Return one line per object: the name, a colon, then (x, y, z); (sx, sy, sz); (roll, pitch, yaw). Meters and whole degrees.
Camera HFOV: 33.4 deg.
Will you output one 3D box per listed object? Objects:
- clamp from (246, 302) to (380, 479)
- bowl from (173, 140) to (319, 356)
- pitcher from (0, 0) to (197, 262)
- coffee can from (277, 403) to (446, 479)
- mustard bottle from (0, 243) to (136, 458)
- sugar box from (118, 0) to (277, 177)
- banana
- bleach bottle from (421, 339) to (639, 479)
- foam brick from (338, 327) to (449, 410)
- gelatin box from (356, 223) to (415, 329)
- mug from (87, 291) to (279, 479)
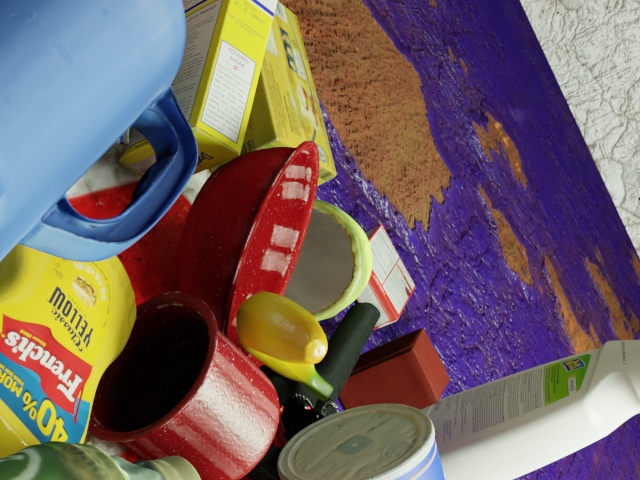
clamp: (-0.004, 0.119, 0.767); (0.209, 0.036, 0.164); (13, 69, -54)
bowl: (-0.055, 0.001, 0.720); (0.162, 0.055, 0.162); (21, 89, -80)
pitcher: (-0.153, -0.059, 0.503); (0.242, 0.149, 0.145); (-70, 166, -56)
coffee can: (0.040, 0.192, 0.695); (0.102, 0.103, 0.140); (-52, 128, -64)
mustard bottle: (-0.149, 0.066, 0.514); (0.096, 0.058, 0.191); (58, 24, -28)
sugar box: (-0.079, -0.130, 0.740); (0.048, 0.094, 0.176); (33, 58, -34)
banana: (-0.021, 0.058, 0.644); (0.070, 0.037, 0.198); (29, -10, 9)
bleach bottle: (0.198, 0.150, 0.919); (0.068, 0.251, 0.102); (54, 26, -23)
foam brick: (0.059, 0.115, 0.879); (0.051, 0.078, 0.053); (62, 24, -4)
gelatin box: (0.053, 0.033, 1.007); (0.073, 0.030, 0.089); (60, 24, -9)
mug: (-0.078, 0.082, 0.616); (0.081, 0.093, 0.117); (50, 21, -41)
